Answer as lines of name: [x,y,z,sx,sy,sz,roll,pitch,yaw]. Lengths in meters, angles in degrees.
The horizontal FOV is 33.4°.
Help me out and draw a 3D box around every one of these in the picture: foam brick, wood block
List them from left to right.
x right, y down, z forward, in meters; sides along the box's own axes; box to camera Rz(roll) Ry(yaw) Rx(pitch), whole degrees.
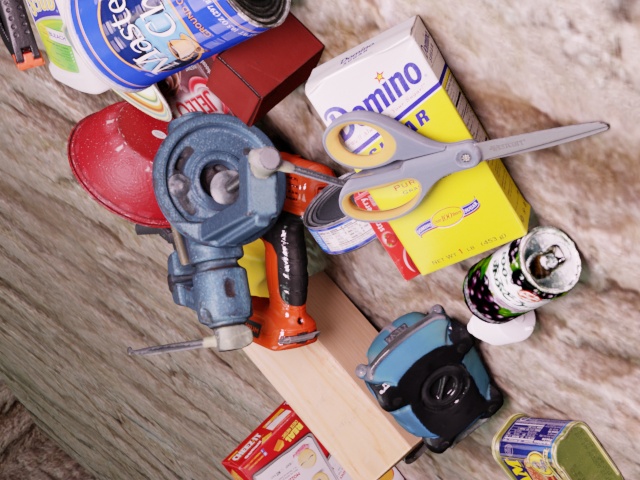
foam brick: [-0.045,-0.141,0.866,0.051,0.078,0.053,45,154,5]
wood block: [0.022,0.144,1.116,0.206,0.090,0.090,48,125,13]

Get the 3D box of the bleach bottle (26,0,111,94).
bleach bottle: [-0.266,-0.269,1.048,0.103,0.068,0.251,28,147,40]

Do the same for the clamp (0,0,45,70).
clamp: [-0.343,-0.268,1.135,0.210,0.036,0.165,67,161,9]

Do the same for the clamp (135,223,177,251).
clamp: [-0.190,-0.019,1.337,0.120,0.039,0.171,34,147,15]

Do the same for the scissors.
scissors: [0.084,-0.071,0.732,0.202,0.016,0.096,-26,111,34]

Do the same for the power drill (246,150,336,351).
power drill: [-0.057,0.001,1.034,0.185,0.057,0.188,20,113,50]

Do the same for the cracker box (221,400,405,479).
cracker box: [0.001,0.311,1.384,0.213,0.164,0.072,53,157,-14]

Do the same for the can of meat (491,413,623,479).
can of meat: [0.225,0.213,1.003,0.102,0.057,0.084,53,152,-16]

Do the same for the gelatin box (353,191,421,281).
gelatin box: [0.078,-0.020,0.856,0.089,0.073,0.030,57,-169,-23]

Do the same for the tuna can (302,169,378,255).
tuna can: [0.029,-0.026,0.913,0.086,0.086,0.033,4,134,56]

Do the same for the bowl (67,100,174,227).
bowl: [-0.172,-0.092,1.087,0.162,0.161,0.055,43,131,8]

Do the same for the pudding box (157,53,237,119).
pudding box: [-0.115,-0.145,1.019,0.114,0.039,0.090,3,133,57]

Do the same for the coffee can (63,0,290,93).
coffee can: [-0.108,-0.183,0.806,0.141,0.102,0.102,-18,117,32]

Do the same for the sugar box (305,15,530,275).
sugar box: [0.073,-0.066,0.783,0.093,0.048,0.176,-24,115,26]

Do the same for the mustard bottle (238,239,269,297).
mustard bottle: [-0.087,0.036,1.230,0.096,0.058,0.192,38,155,20]
